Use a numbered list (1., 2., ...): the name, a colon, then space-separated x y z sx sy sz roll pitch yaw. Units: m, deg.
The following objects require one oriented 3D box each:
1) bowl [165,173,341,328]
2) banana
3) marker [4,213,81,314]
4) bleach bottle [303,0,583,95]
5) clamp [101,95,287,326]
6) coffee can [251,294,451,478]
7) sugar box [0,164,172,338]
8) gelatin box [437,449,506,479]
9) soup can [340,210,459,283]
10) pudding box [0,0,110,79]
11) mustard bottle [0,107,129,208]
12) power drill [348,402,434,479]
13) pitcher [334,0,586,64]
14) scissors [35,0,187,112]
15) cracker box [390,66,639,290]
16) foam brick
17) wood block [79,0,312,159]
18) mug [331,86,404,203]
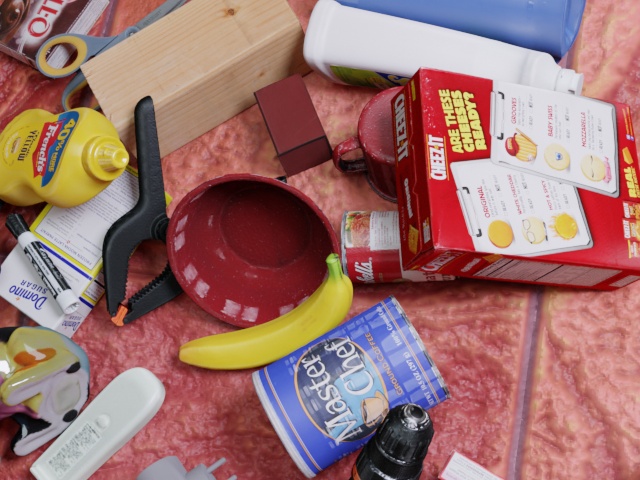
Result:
1. bowl: -0.056 0.001 0.977 0.162 0.162 0.055 0 29 12
2. banana: -0.039 0.076 0.960 0.198 0.069 0.037 -33 20 27
3. marker: -0.265 0.020 1.013 0.020 0.020 0.121 -38 67 -4
4. bleach bottle: 0.117 -0.166 0.998 0.251 0.102 0.068 14 86 21
5. clamp: -0.135 -0.011 1.016 0.164 0.036 0.210 23 90 -18
6. coffee can: 0.026 0.125 0.916 0.140 0.102 0.103 -30 67 -1
7. sugar box: -0.235 0.001 1.048 0.093 0.048 0.176 33 83 21
8. gelatin box: 0.143 0.210 0.876 0.089 0.073 0.030 28 77 20
9. soup can: 0.074 0.004 0.970 0.102 0.068 0.068 -2 69 10
10. pudding box: -0.296 -0.242 1.154 0.090 0.039 0.113 27 78 18
11. mustard bottle: -0.240 -0.078 1.005 0.192 0.058 0.096 5 68 46
12. power drill: 0.102 0.230 0.836 0.188 0.185 0.057 35 44 17
13. pitcher: 0.135 -0.266 1.022 0.243 0.145 0.149 12 74 19
14. scissors: -0.219 -0.221 1.124 0.096 0.016 0.201 35 79 -11
15. cracker box: 0.172 -0.048 0.918 0.213 0.072 0.164 6 68 -20
16. foam brick: -0.026 -0.113 1.043 0.051 0.053 0.078 -23 67 3
17. wood block: -0.119 -0.174 1.065 0.206 0.090 0.091 -30 66 0
18. mug: 0.068 -0.089 0.998 0.117 0.081 0.093 -10 68 8
